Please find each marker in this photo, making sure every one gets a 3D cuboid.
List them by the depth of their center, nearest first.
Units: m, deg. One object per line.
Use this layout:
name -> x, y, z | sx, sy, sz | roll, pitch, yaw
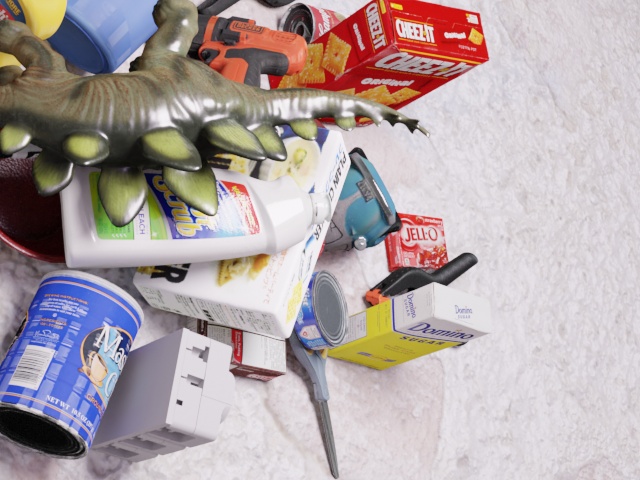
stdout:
marker -> -0.260, -0.086, 0.998 | 0.120, 0.020, 0.020 | -5, 77, -42

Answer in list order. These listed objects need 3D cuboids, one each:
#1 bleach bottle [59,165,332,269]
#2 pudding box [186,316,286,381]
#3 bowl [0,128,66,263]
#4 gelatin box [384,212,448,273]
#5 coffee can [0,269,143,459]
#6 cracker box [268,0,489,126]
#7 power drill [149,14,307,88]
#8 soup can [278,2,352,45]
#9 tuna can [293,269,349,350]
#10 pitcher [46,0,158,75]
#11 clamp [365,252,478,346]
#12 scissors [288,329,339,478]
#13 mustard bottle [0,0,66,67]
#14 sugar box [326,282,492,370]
bleach bottle -> -0.114, -0.031, 1.003 | 0.250, 0.068, 0.102 | -5, 75, -15
pudding box -> -0.089, 0.096, 1.143 | 0.113, 0.039, 0.090 | 18, 60, -39
bowl -> -0.271, -0.049, 1.027 | 0.161, 0.055, 0.162 | 16, 64, -36
gelatin box -> 0.123, 0.005, 1.367 | 0.089, 0.030, 0.073 | 7, 69, -39
coffee can -> -0.232, 0.112, 0.966 | 0.102, 0.103, 0.140 | 36, 53, -26
cracker box -> 0.068, -0.207, 1.274 | 0.163, 0.214, 0.072 | -1, 74, -41
power drill -> -0.120, -0.182, 1.132 | 0.184, 0.057, 0.187 | 10, 39, 8
soup can -> 0.007, -0.256, 1.342 | 0.102, 0.069, 0.068 | 2, 72, -41
tuna can -> -0.002, 0.077, 1.172 | 0.086, 0.034, 0.086 | 41, 42, -53
pitcher -> -0.194, -0.298, 1.114 | 0.149, 0.145, 0.242 | 29, 66, 19
clamp -> 0.131, 0.082, 1.334 | 0.171, 0.039, 0.120 | -7, 95, -33
scissors -> -0.008, 0.160, 1.185 | 0.096, 0.016, 0.202 | 30, 52, -61
mustard bottle -> -0.285, -0.225, 0.989 | 0.058, 0.192, 0.096 | -27, 92, -44
sugar box -> 0.098, 0.101, 1.207 | 0.093, 0.177, 0.048 | 18, 62, -36
